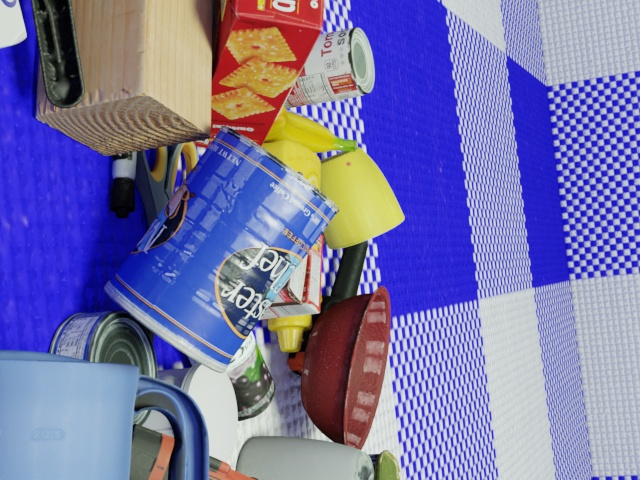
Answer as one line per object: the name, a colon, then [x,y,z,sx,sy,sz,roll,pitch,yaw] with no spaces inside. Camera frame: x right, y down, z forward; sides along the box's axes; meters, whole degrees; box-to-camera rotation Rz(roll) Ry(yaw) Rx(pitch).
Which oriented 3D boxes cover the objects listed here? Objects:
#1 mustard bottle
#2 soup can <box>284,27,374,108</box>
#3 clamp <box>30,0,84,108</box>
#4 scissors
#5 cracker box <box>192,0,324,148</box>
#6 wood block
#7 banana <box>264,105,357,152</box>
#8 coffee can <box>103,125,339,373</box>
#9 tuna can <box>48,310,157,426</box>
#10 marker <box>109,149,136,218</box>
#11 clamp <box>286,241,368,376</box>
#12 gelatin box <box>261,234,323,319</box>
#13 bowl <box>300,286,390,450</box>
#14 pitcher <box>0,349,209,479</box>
mustard bottle: [-0.030,0.009,1.002,0.096,0.058,0.191,37,50,-68]
soup can: [-0.005,-0.170,1.062,0.068,0.102,0.068,-7,90,-68]
clamp: [-0.175,-0.171,0.679,0.120,0.039,0.171,99,-16,-47]
scissors: [-0.131,-0.012,0.813,0.096,0.016,0.201,58,32,-43]
cracker box: [-0.055,-0.186,0.840,0.214,0.072,0.164,130,-35,-64]
wood block: [-0.135,-0.175,0.753,0.090,0.091,0.206,31,55,-63]
banana: [-0.030,-0.110,1.023,0.197,0.070,0.037,6,78,-67]
coffee can: [-0.068,0.006,0.745,0.140,0.103,0.102,-54,149,-3]
tuna can: [-0.145,0.090,0.720,0.086,0.034,0.086,-7,90,-68]
marker: [-0.145,-0.075,0.793,0.020,0.020,0.121,33,53,-63]
clamp: [0.021,0.105,1.129,0.209,0.036,0.164,-45,127,-60]
gelatin box: [-0.044,0.029,0.919,0.030,0.089,0.073,45,43,-55]
bowl: [0.021,0.118,0.995,0.162,0.055,0.162,10,90,-76]
pitcher: [-0.151,0.177,0.539,0.144,0.149,0.243,18,70,-66]
